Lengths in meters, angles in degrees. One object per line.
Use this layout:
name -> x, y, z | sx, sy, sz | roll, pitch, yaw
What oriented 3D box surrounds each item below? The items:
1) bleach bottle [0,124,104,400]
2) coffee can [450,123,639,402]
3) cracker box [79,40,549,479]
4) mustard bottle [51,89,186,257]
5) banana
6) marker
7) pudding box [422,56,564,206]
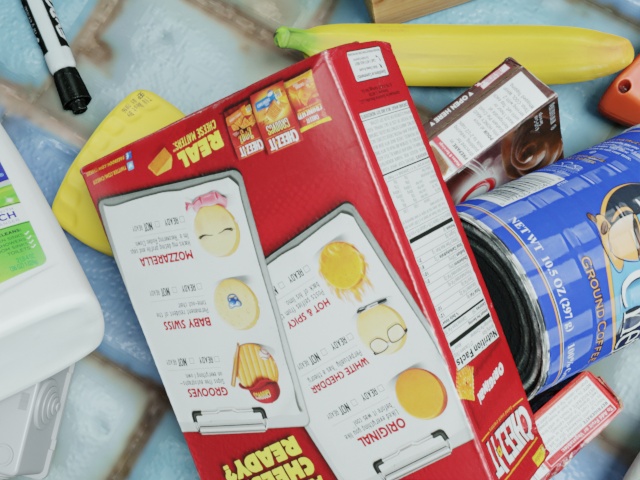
bleach bottle -> -0.219, -0.026, 0.611 | 0.102, 0.068, 0.251 | -26, 58, -19
coffee can -> 0.133, 0.009, 0.547 | 0.140, 0.103, 0.103 | -23, 77, -24
cracker box -> -0.006, 0.032, 0.518 | 0.164, 0.072, 0.214 | -20, 93, 35
mustard bottle -> -0.054, 0.001, 0.615 | 0.192, 0.058, 0.096 | 34, 86, 11
banana -> 0.075, -0.106, 0.616 | 0.198, 0.069, 0.037 | 2, 104, 9
marker -> -0.172, -0.134, 0.673 | 0.020, 0.020, 0.121 | -24, 78, 1
pudding box -> 0.086, -0.037, 0.579 | 0.090, 0.113, 0.039 | -39, 62, -2
